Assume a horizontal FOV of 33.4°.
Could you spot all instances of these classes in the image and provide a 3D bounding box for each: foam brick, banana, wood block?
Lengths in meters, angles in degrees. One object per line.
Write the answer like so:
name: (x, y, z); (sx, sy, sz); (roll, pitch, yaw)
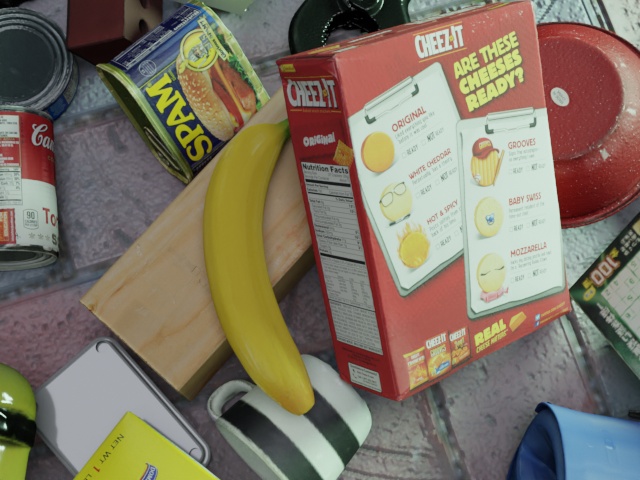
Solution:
foam brick: (-0.149, -0.170, 0.778); (0.051, 0.053, 0.078); (-7, 77, 24)
banana: (-0.039, 0.009, 0.662); (0.069, 0.037, 0.198); (0, 77, -2)
wood block: (-0.055, 0.001, 0.730); (0.090, 0.091, 0.206); (41, 79, 7)

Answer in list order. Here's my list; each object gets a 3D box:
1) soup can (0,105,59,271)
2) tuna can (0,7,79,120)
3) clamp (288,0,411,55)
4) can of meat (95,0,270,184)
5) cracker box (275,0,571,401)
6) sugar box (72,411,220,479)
soup can: (-0.219, -0.035, 0.745); (0.068, 0.068, 0.102); (-5, 78, -3)
tuna can: (-0.222, -0.125, 0.783); (0.086, 0.034, 0.086); (0, 77, -2)
clamp: (0.039, -0.179, 0.803); (0.164, 0.036, 0.210); (4, 73, 0)
can of meat: (-0.093, -0.105, 0.752); (0.084, 0.102, 0.058); (-41, 37, -14)
cracker box: (0.071, -0.030, 0.680); (0.163, 0.072, 0.214); (-22, 108, -33)
sugar box: (-0.073, 0.190, 0.630); (0.176, 0.048, 0.093); (32, 77, 21)
